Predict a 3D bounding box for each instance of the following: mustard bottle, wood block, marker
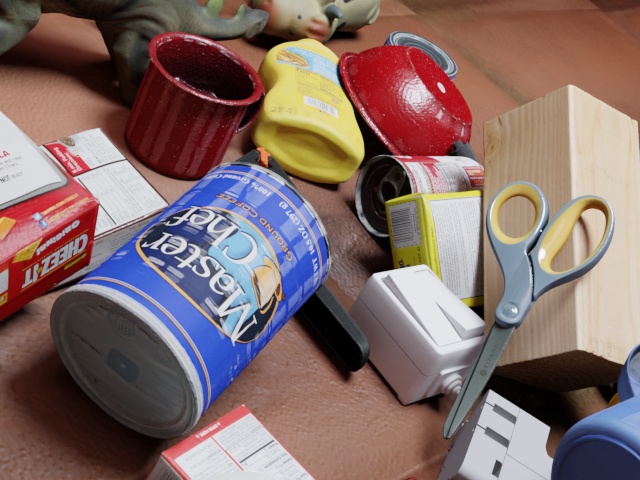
[{"bbox_3d":[-0.012,-0.131,0.965,0.096,0.058,0.191,21,34,-16],"label":"mustard bottle"},{"bbox_3d":[0.186,0.002,0.815,0.090,0.091,0.206,19,63,-35],"label":"wood block"},{"bbox_3d":[0.153,-0.038,0.957,0.121,0.020,0.020,56,34,-5],"label":"marker"}]

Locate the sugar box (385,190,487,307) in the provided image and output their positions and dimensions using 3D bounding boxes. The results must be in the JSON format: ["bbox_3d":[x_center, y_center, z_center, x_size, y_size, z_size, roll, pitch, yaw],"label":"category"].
[{"bbox_3d":[0.132,0.005,0.866,0.175,0.048,0.093,-5,87,-45],"label":"sugar box"}]

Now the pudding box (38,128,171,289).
[{"bbox_3d":[-0.168,-0.021,0.698,0.113,0.039,0.090,-27,62,-36],"label":"pudding box"}]

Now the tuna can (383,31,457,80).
[{"bbox_3d":[0.104,-0.190,1.156,0.086,0.034,0.086,20,34,-14],"label":"tuna can"}]

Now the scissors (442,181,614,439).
[{"bbox_3d":[0.120,0.034,0.733,0.201,0.016,0.096,-44,61,-12],"label":"scissors"}]

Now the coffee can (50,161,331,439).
[{"bbox_3d":[-0.073,0.032,0.627,0.103,0.103,0.140,36,48,9],"label":"coffee can"}]

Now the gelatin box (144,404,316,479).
[{"bbox_3d":[-0.042,0.143,0.596,0.089,0.030,0.073,44,35,16],"label":"gelatin box"}]

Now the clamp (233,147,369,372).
[{"bbox_3d":[-0.055,0.001,0.773,0.164,0.036,0.210,13,38,-21],"label":"clamp"}]

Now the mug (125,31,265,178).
[{"bbox_3d":[-0.095,-0.104,0.843,0.117,0.082,0.093,-10,50,-45],"label":"mug"}]

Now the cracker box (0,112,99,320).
[{"bbox_3d":[-0.258,-0.030,0.598,0.214,0.072,0.163,40,51,16],"label":"cracker box"}]

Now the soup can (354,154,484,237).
[{"bbox_3d":[0.089,-0.038,0.908,0.102,0.069,0.068,-4,45,-41],"label":"soup can"}]

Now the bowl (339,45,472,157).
[{"bbox_3d":[0.092,-0.128,0.996,0.162,0.055,0.162,39,27,-25],"label":"bowl"}]
